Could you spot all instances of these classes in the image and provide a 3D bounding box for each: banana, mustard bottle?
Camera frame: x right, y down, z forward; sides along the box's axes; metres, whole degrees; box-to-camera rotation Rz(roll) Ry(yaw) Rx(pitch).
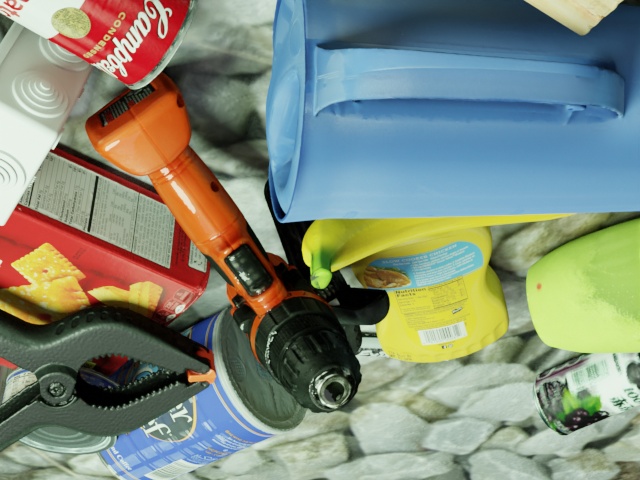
[{"bbox_3d":[0.064,-0.013,0.620,0.197,0.070,0.037,-17,133,-26],"label":"banana"},{"bbox_3d":[0.069,0.010,0.723,0.096,0.058,0.191,-12,141,9],"label":"mustard bottle"}]

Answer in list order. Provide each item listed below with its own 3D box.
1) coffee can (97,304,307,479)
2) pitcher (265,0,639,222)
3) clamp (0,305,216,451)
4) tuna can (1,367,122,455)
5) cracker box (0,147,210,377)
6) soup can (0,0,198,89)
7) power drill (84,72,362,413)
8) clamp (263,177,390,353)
[{"bbox_3d":[-0.094,0.120,0.816,0.140,0.103,0.102,-28,135,28],"label":"coffee can"},{"bbox_3d":[0.095,-0.072,0.560,0.242,0.149,0.145,1,135,-10],"label":"pitcher"},{"bbox_3d":[-0.173,0.078,0.678,0.210,0.036,0.164,-8,119,-6],"label":"clamp"},{"bbox_3d":[-0.183,0.121,0.757,0.086,0.033,0.086,3,146,2],"label":"tuna can"},{"bbox_3d":[-0.203,0.012,0.700,0.213,0.072,0.164,25,135,-30],"label":"cracker box"},{"bbox_3d":[-0.121,-0.129,0.532,0.102,0.068,0.069,28,132,-31],"label":"soup can"},{"bbox_3d":[-0.054,0.001,0.602,0.057,0.185,0.187,-35,112,-6],"label":"power drill"},{"bbox_3d":[0.007,0.041,0.726,0.039,0.120,0.171,-27,147,-12],"label":"clamp"}]
